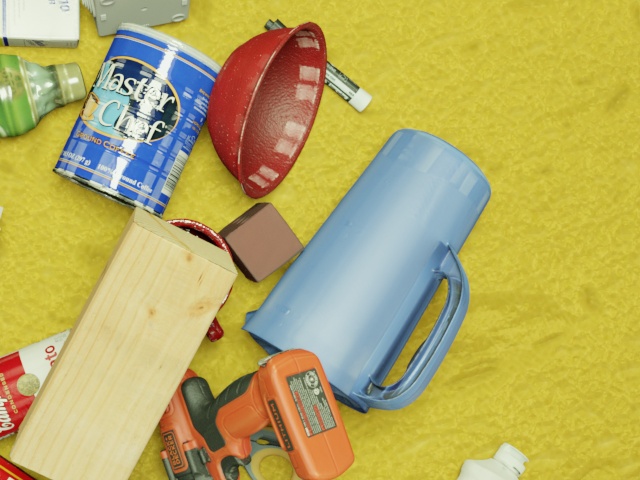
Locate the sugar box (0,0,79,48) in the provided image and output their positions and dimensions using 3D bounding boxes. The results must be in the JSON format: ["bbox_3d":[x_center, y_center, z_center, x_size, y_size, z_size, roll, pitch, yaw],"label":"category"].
[{"bbox_3d":[-0.298,-0.217,0.923,0.176,0.048,0.093,0,89,-16],"label":"sugar box"}]

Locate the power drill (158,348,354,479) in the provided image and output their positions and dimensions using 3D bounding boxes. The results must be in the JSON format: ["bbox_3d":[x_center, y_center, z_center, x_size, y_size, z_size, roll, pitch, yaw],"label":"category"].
[{"bbox_3d":[-0.060,0.179,0.887,0.057,0.188,0.184,-14,80,-48],"label":"power drill"}]

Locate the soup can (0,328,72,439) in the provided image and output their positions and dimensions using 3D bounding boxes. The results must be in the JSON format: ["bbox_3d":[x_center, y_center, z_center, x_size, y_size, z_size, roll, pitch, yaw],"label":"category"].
[{"bbox_3d":[-0.249,0.125,0.921,0.102,0.068,0.068,-22,95,-12],"label":"soup can"}]

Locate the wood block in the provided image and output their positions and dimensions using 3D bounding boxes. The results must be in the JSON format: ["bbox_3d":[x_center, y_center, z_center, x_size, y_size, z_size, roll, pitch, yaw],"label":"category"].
[{"bbox_3d":[-0.156,0.089,0.849,0.090,0.091,0.206,27,94,-12],"label":"wood block"}]

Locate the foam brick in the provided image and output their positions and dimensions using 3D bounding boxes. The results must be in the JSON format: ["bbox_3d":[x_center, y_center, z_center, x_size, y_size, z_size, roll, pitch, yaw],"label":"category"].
[{"bbox_3d":[-0.056,0.001,0.957,0.053,0.078,0.051,-37,99,-10],"label":"foam brick"}]

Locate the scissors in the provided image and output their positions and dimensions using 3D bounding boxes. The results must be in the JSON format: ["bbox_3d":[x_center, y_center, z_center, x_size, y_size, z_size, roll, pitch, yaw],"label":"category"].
[{"bbox_3d":[-0.093,0.186,0.981,0.201,0.016,0.096,1,90,-12],"label":"scissors"}]

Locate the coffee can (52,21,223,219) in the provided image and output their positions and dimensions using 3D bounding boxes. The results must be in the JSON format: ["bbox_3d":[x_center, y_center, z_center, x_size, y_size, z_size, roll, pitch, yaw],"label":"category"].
[{"bbox_3d":[-0.156,-0.102,0.923,0.102,0.103,0.140,24,85,-11],"label":"coffee can"}]

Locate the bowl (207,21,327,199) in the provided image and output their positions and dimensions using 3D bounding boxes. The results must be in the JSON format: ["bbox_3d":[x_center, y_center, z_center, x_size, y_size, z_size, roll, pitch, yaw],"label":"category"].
[{"bbox_3d":[-0.053,-0.121,0.936,0.055,0.162,0.162,22,85,16],"label":"bowl"}]

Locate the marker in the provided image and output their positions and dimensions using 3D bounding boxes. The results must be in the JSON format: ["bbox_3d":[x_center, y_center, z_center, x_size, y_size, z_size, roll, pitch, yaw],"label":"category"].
[{"bbox_3d":[-0.003,-0.165,0.999,0.121,0.020,0.020,38,82,-10],"label":"marker"}]

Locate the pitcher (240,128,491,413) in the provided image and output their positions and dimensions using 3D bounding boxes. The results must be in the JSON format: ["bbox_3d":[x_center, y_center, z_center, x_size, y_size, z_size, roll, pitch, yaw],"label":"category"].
[{"bbox_3d":[0.056,0.027,0.952,0.149,0.145,0.242,36,80,-7],"label":"pitcher"}]
